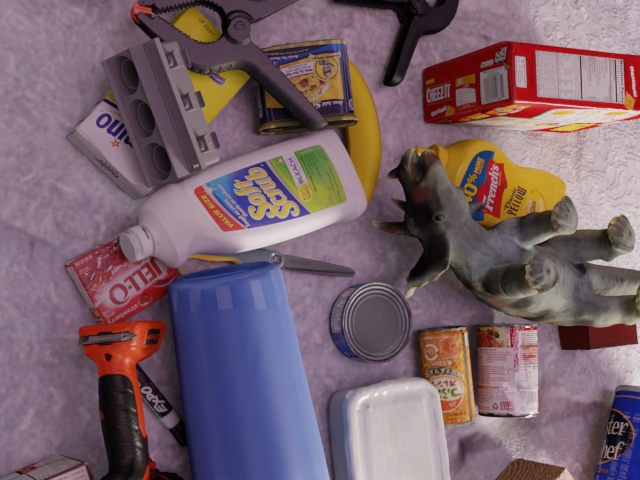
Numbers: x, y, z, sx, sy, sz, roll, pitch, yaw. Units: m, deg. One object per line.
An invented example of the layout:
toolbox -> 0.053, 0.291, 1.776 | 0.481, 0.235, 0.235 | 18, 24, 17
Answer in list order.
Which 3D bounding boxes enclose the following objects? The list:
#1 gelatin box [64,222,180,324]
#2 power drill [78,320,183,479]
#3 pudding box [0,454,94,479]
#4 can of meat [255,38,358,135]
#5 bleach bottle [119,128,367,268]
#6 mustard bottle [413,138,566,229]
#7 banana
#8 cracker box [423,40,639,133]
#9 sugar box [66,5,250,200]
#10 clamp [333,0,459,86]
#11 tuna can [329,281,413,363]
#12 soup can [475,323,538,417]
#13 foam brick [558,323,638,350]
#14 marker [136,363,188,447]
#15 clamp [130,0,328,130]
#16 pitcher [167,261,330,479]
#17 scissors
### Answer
gelatin box -> -0.185, 0.032, 1.012 | 0.089, 0.030, 0.073 | -32, 101, -26
power drill -> -0.161, 0.165, 0.946 | 0.057, 0.184, 0.187 | -8, 84, 6
pudding box -> -0.259, 0.225, 0.923 | 0.113, 0.090, 0.039 | -21, 95, -28
can of meat -> -0.017, -0.155, 1.085 | 0.102, 0.057, 0.084 | -7, 89, -1
bleach bottle -> -0.077, -0.028, 1.037 | 0.250, 0.068, 0.102 | -24, 91, -34
mustard bottle -> 0.180, -0.060, 1.194 | 0.191, 0.058, 0.096 | 23, 91, -23
banana -> 0.028, -0.127, 1.136 | 0.069, 0.037, 0.198 | -22, 93, 2
cracker box -> 0.246, -0.167, 1.179 | 0.213, 0.164, 0.072 | 0, 88, -27
sugar box -> -0.152, -0.134, 1.034 | 0.093, 0.048, 0.176 | 43, 67, -17
clamp -> 0.091, -0.262, 1.177 | 0.171, 0.039, 0.120 | -48, 112, -29
tuna can -> 0.053, 0.087, 1.130 | 0.086, 0.034, 0.086 | 3, 84, -27
soup can -> 0.208, 0.143, 1.187 | 0.068, 0.069, 0.102 | 2, 85, -28
foam brick -> 0.328, 0.101, 1.261 | 0.078, 0.053, 0.051 | -3, 87, -27
marker -> -0.159, 0.151, 1.021 | 0.020, 0.020, 0.121 | -42, 105, -24
clamp -> -0.074, -0.210, 1.025 | 0.209, 0.036, 0.164 | 15, 83, -15
pitcher -> -0.066, 0.145, 1.007 | 0.144, 0.149, 0.243 | -11, 94, -17
scissors -> -0.057, 0.001, 1.090 | 0.201, 0.016, 0.096 | -7, 89, -28
